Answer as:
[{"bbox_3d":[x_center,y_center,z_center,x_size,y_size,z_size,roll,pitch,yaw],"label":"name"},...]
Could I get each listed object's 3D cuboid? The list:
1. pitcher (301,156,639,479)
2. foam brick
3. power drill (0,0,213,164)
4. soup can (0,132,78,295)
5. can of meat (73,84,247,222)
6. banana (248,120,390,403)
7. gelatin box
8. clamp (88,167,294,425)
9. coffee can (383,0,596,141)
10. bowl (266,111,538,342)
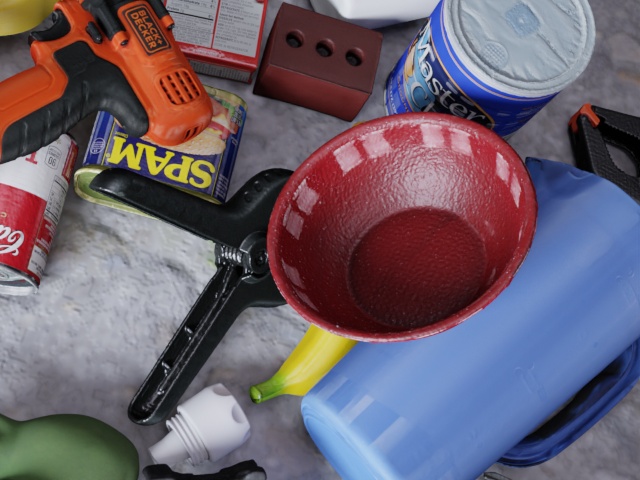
[{"bbox_3d":[0.113,0.077,0.699,0.242,0.145,0.149,-40,71,-17],"label":"pitcher"},{"bbox_3d":[-0.002,-0.127,0.763,0.078,0.051,0.053,15,71,-9],"label":"foam brick"},{"bbox_3d":[-0.179,-0.117,0.645,0.187,0.057,0.184,-28,80,-29],"label":"power drill"},{"bbox_3d":[-0.199,-0.024,0.677,0.068,0.069,0.102,15,70,-9],"label":"soup can"},{"bbox_3d":[-0.105,-0.062,0.717,0.102,0.057,0.084,15,69,-9],"label":"can of meat"},{"bbox_3d":[0.016,0.022,0.709,0.069,0.037,0.198,23,85,-51],"label":"banana"},{"bbox_3d":[-0.077,-0.164,0.768,0.073,0.030,0.089,11,72,-9],"label":"gelatin box"},{"bbox_3d":[-0.054,0.001,0.680,0.209,0.036,0.164,-32,125,-36],"label":"clamp"},{"bbox_3d":[0.112,-0.121,0.741,0.102,0.140,0.103,4,73,-13],"label":"coffee can"},{"bbox_3d":[0.052,0.001,0.641,0.162,0.055,0.162,-9,55,13],"label":"bowl"}]
